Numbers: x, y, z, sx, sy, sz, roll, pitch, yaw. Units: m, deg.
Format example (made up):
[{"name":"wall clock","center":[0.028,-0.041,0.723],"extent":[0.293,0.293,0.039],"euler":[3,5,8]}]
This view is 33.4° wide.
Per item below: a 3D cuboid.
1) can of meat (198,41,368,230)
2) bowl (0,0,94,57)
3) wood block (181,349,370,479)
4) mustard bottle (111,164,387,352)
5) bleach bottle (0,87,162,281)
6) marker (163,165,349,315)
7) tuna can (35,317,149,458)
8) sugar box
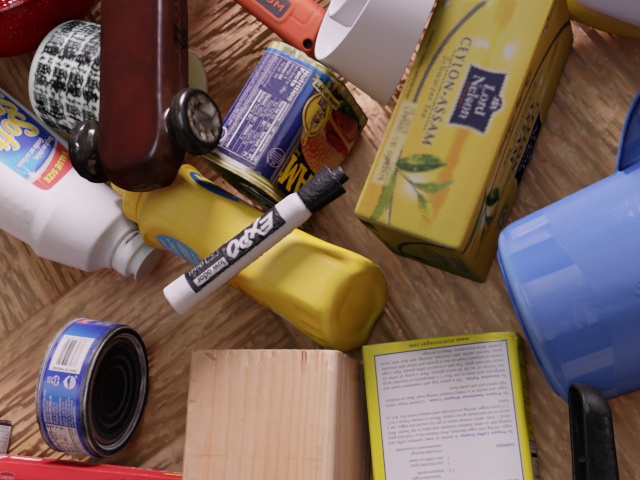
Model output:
[{"name":"can of meat","center":[-0.020,-0.064,0.666],"extent":[0.057,0.102,0.084],"euler":[29,84,23]},{"name":"bowl","center":[-0.218,-0.179,0.764],"extent":[0.162,0.055,0.162],"euler":[-10,42,9]},{"name":"wood block","center":[-0.026,0.171,0.614],"extent":[0.091,0.090,0.206],"euler":[-1,76,17]},{"name":"mustard bottle","center":[-0.054,0.000,0.663],"extent":[0.192,0.096,0.058],"euler":[28,86,23]},{"name":"bleach bottle","center":[-0.213,-0.053,0.735],"extent":[0.251,0.102,0.068],"euler":[33,120,11]},{"name":"marker","center":[-0.034,-0.001,0.592],"extent":[0.121,0.020,0.020],"euler":[-37,68,5]},{"name":"tuna can","center":[-0.142,0.093,0.674],"extent":[0.034,0.086,0.086],"euler":[5,78,18]},{"name":"sugar box","center":[0.079,0.144,0.610],"extent":[0.093,0.048,0.176],"euler":[-8,78,16]}]
